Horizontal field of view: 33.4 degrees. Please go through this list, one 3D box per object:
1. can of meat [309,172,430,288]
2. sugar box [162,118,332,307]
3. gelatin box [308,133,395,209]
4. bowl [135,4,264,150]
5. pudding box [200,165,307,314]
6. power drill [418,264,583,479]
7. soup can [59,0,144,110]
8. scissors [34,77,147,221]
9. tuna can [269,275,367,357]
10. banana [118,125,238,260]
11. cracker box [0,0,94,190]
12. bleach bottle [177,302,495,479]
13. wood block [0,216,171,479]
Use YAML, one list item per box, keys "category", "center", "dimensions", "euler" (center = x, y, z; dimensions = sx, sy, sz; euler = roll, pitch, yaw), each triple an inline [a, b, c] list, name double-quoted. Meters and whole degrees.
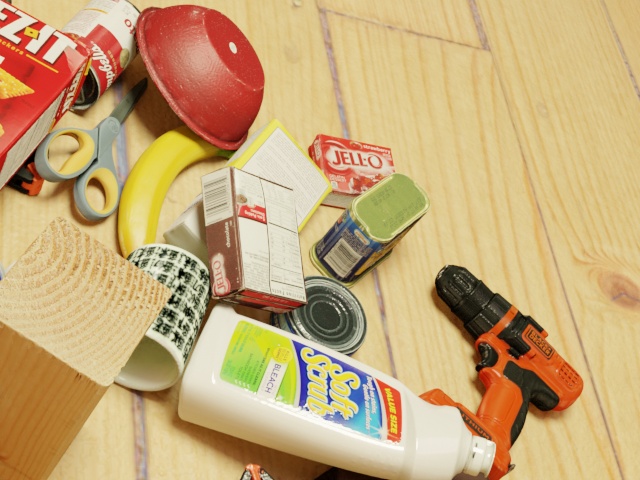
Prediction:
- category: "can of meat"
  center: [0.049, -0.012, 1.032]
  dimensions: [0.057, 0.084, 0.101]
  euler: [47, 47, 7]
- category: "sugar box"
  center: [-0.064, -0.027, 0.991]
  dimensions: [0.093, 0.048, 0.176]
  euler: [49, 47, -13]
- category: "gelatin box"
  center: [0.035, -0.068, 1.102]
  dimensions: [0.089, 0.030, 0.073]
  euler: [10, 53, -26]
- category: "bowl"
  center: [-0.103, -0.170, 1.029]
  dimensions: [0.162, 0.055, 0.162]
  euler: [45, 27, -31]
- category: "pudding box"
  center: [-0.056, 0.001, 0.912]
  dimensions: [0.089, 0.039, 0.113]
  euler: [19, 60, -53]
- category: "power drill"
  center: [0.151, 0.126, 1.010]
  dimensions: [0.184, 0.057, 0.187]
  euler: [43, 46, 3]
- category: "soup can"
  center: [-0.214, -0.179, 1.005]
  dimensions: [0.068, 0.069, 0.102]
  euler: [34, 46, -6]
- category: "scissors"
  center: [-0.189, -0.084, 0.982]
  dimensions: [0.096, 0.016, 0.201]
  euler: [62, 30, -10]
- category: "tuna can"
  center: [-0.001, 0.075, 0.972]
  dimensions: [0.086, 0.034, 0.086]
  euler: [16, 51, -21]
- category: "banana"
  center: [-0.141, -0.053, 0.979]
  dimensions: [0.069, 0.037, 0.197]
  euler: [37, 46, -3]
- category: "cracker box"
  center: [-0.291, -0.125, 0.827]
  dimensions: [0.164, 0.072, 0.213]
  euler: [29, 33, -8]
- category: "bleach bottle"
  center: [0.018, 0.134, 0.864]
  dimensions: [0.251, 0.068, 0.102]
  euler: [16, 46, 4]
- category: "wood block"
  center: [-0.191, 0.090, 0.725]
  dimensions: [0.091, 0.206, 0.090]
  euler: [34, 46, -5]
